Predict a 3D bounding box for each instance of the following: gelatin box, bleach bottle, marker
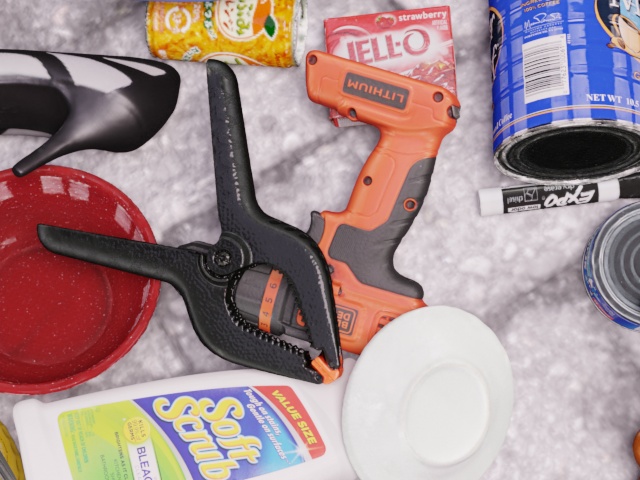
[{"bbox_3d":[0.048,-0.120,0.739,0.089,0.030,0.073,-4,80,4],"label":"gelatin box"},{"bbox_3d":[-0.057,0.121,0.675,0.250,0.068,0.102,-13,66,-14],"label":"bleach bottle"},{"bbox_3d":[0.167,-0.032,0.719,0.121,0.020,0.020,-6,80,4],"label":"marker"}]

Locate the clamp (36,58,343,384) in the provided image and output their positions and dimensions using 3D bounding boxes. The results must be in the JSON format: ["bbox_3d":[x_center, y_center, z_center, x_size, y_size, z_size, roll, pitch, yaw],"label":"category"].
[{"bbox_3d":[-0.054,0.001,0.667,0.210,0.036,0.164,41,95,8],"label":"clamp"}]

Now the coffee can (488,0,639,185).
[{"bbox_3d":[0.159,-0.118,0.682,0.103,0.103,0.140,-1,72,5],"label":"coffee can"}]

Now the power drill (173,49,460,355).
[{"bbox_3d":[0.003,-0.025,0.700,0.184,0.057,0.188,16,97,7],"label":"power drill"}]

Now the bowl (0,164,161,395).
[{"bbox_3d":[-0.186,0.032,0.711,0.162,0.055,0.162,2,65,-5],"label":"bowl"}]
